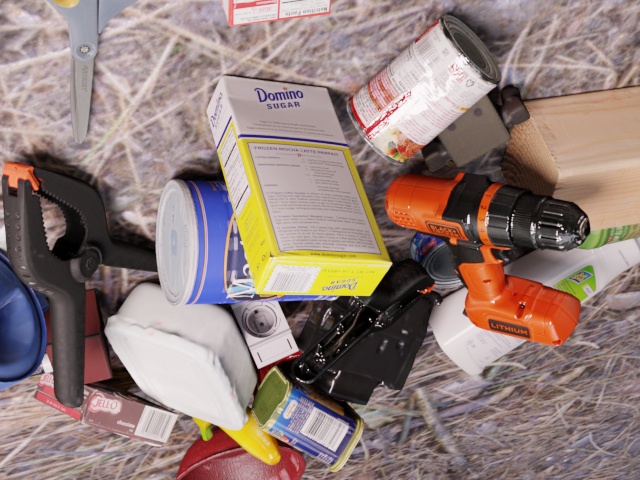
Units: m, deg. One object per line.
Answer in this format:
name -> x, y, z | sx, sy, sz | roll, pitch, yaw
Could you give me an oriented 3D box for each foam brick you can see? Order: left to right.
foam brick -> -0.223, 0.091, 0.977 | 0.051, 0.053, 0.078 | -11, 145, -9

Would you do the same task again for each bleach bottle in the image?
bleach bottle -> 0.240, 0.047, 1.112 | 0.251, 0.068, 0.102 | -31, 143, 14

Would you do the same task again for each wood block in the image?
wood block -> 0.277, -0.075, 0.940 | 0.206, 0.090, 0.091 | -9, 143, -13

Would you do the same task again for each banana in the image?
banana -> -0.094, 0.185, 1.103 | 0.037, 0.069, 0.198 | -39, -166, -20

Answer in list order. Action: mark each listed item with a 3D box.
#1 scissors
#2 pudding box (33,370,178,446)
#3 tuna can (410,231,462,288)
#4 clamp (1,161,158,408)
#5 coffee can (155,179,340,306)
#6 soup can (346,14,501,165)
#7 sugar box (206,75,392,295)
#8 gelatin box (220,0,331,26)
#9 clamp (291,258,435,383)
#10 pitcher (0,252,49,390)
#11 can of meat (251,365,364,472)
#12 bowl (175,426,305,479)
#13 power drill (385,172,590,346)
scissors -> -0.144, -0.143, 0.728 | 0.096, 0.016, 0.202 | -14, 145, -6
pudding box -> -0.211, 0.163, 1.051 | 0.113, 0.090, 0.039 | 31, 78, -45
tuna can -> 0.131, 0.008, 1.035 | 0.086, 0.034, 0.086 | -12, 144, -9
clamp -> -0.190, 0.011, 0.860 | 0.036, 0.164, 0.210 | 12, 136, 31
coffee can -> -0.056, 0.001, 0.885 | 0.140, 0.103, 0.103 | -1, 141, -23
soup can -> 0.079, -0.115, 0.818 | 0.102, 0.068, 0.068 | -40, 139, 27
sugar box -> -0.020, -0.042, 0.780 | 0.093, 0.176, 0.048 | 3, 138, -26
gelatin box -> -0.029, -0.187, 0.707 | 0.073, 0.030, 0.089 | -11, 144, -12
clamp -> 0.051, 0.052, 0.928 | 0.171, 0.039, 0.120 | -33, 165, -43
pitcher -> -0.349, 0.105, 0.892 | 0.243, 0.145, 0.149 | -31, 131, 24
can of meat -> -0.015, 0.168, 1.021 | 0.084, 0.102, 0.057 | 31, 89, -13
bowl -> -0.101, 0.260, 1.255 | 0.162, 0.055, 0.162 | -12, 144, -9
power drill -> 0.163, 0.016, 0.919 | 0.057, 0.185, 0.187 | -56, 137, -22
